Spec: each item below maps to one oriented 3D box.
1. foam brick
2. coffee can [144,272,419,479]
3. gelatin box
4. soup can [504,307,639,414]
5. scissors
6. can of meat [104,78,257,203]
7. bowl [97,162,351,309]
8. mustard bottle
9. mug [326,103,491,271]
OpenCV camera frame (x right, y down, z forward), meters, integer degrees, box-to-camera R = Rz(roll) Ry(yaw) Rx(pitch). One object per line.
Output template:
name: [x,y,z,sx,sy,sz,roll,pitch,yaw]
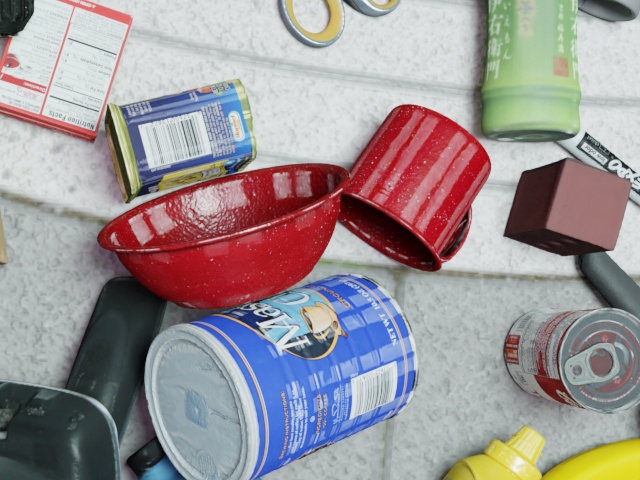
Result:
foam brick: [0.172,-0.021,0.747,0.053,0.078,0.051,19,83,-10]
coffee can: [-0.023,0.085,0.664,0.140,0.103,0.103,-16,91,-41]
gelatin box: [-0.172,-0.118,0.711,0.073,0.030,0.089,17,84,-11]
soup can: [0.174,0.079,0.730,0.068,0.102,0.068,1,87,-11]
scissors: [-0.033,-0.216,0.748,0.201,0.016,0.096,37,82,-7]
can of meat: [-0.091,-0.064,0.688,0.083,0.102,0.057,-15,90,-13]
bowl: [-0.054,0.001,0.670,0.162,0.162,0.055,-16,106,-11]
mustard bottle: [0.087,0.205,0.711,0.058,0.096,0.191,39,81,-7]
mug: [0.069,-0.031,0.729,0.117,0.093,0.081,44,74,-37]
